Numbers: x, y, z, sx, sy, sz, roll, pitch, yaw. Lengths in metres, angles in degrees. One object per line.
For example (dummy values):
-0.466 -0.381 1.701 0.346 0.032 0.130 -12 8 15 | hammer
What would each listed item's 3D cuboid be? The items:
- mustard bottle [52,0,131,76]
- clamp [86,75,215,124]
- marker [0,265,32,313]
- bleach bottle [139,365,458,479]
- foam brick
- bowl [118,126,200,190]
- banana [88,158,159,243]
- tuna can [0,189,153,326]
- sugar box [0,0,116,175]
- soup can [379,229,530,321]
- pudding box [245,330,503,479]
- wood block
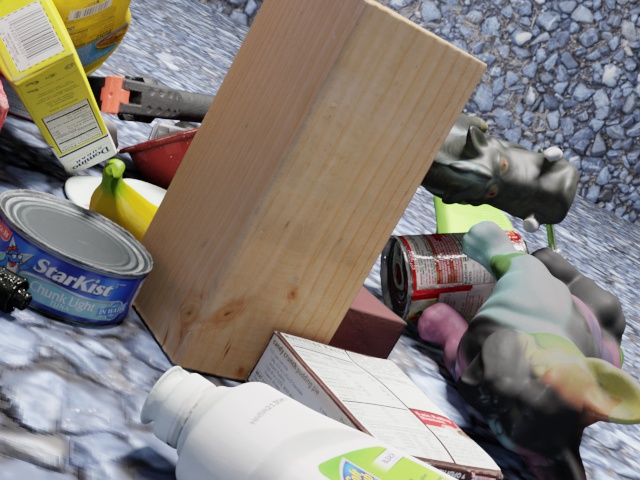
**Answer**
-0.187 -0.166 0.796 0.058 0.096 0.192 61 -22 7 | mustard bottle
-0.134 -0.110 0.845 0.120 0.039 0.171 1 9 -5 | clamp
-0.189 -0.001 0.505 0.121 0.020 0.020 30 13 6 | marker
0.041 0.123 0.417 0.251 0.068 0.102 30 12 16 | bleach bottle
0.002 0.048 0.648 0.051 0.053 0.078 17 16 -41 | foam brick
-0.070 -0.064 0.821 0.162 0.055 0.162 -14 7 1 | bowl
-0.070 0.003 0.658 0.070 0.037 0.197 -12 -24 43 | banana
-0.133 0.009 0.554 0.086 0.034 0.086 27 13 -7 | tuna can
-0.176 -0.112 0.676 0.093 0.048 0.176 62 -6 10 | sugar box
0.105 0.026 0.828 0.102 0.068 0.068 -3 22 -14 | soup can
0.026 0.096 0.545 0.089 0.039 0.114 18 15 -38 | pudding box
-0.013 -0.033 0.577 0.090 0.206 0.091 18 17 -39 | wood block
